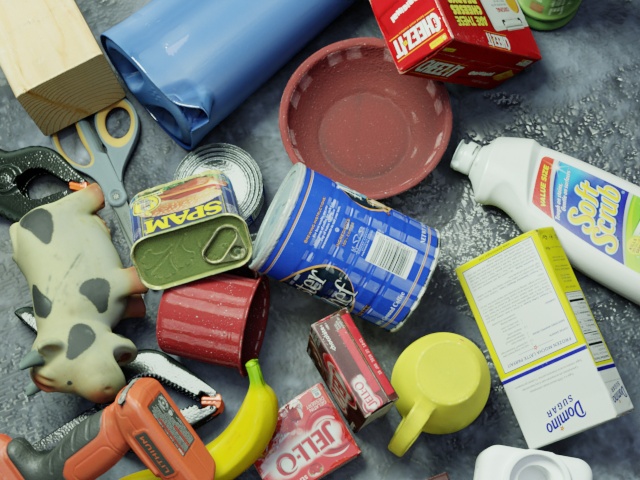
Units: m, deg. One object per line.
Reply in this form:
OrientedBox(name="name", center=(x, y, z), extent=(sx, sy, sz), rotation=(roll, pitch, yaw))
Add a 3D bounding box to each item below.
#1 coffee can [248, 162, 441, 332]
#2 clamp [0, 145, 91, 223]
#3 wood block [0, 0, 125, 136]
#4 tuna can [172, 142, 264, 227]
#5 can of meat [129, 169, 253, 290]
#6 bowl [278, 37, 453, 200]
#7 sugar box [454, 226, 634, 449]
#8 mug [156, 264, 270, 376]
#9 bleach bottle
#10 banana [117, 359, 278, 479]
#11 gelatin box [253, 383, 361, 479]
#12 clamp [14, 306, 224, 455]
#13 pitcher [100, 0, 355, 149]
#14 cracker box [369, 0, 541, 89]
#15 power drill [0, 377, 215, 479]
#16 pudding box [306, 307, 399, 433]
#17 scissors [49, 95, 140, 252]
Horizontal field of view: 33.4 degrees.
OrientedBox(name="coffee can", center=(0.021, 0.007, 0.942), extent=(0.140, 0.103, 0.103), rotation=(25, 77, -10))
OrientedBox(name="clamp", center=(-0.300, -0.064, 1.022), extent=(0.171, 0.039, 0.120), rotation=(-2, 83, 5))
OrientedBox(name="wood block", center=(-0.280, -0.218, 1.029), extent=(0.090, 0.091, 0.206), rotation=(-28, 72, -5))
OrientedBox(name="tuna can", center=(-0.096, -0.047, 1.015), extent=(0.086, 0.034, 0.086), rotation=(-1, 75, 2))
OrientedBox(name="can of meat", center=(-0.117, -0.012, 0.940), extent=(0.102, 0.057, 0.084), rotation=(-17, 35, -2))
OrientedBox(name="bowl", center=(0.042, -0.108, 1.014), extent=(0.162, 0.055, 0.162), rotation=(-1, 75, 2))
OrientedBox(name="sugar box", center=(0.196, 0.085, 0.942), extent=(0.094, 0.048, 0.176), rotation=(-31, 75, 36))
OrientedBox(name="mug", center=(-0.093, 0.061, 0.966), extent=(0.081, 0.093, 0.117), rotation=(11, 45, 10))
OrientedBox(name="bleach bottle", center=(0.234, -0.020, 0.982), extent=(0.251, 0.068, 0.102), rotation=(27, 78, 11))
OrientedBox(name="banana", center=(-0.099, 0.184, 0.931), extent=(0.198, 0.037, 0.069), rotation=(-43, 88, 17))
OrientedBox(name="gelatin box", center=(-0.019, 0.181, 0.954), extent=(0.089, 0.030, 0.073), rotation=(-30, 76, -5))
OrientedBox(name="clamp", center=(-0.194, 0.134, 0.970), extent=(0.210, 0.036, 0.164), rotation=(-4, 71, 0))
OrientedBox(name="pitcher", center=(-0.084, -0.214, 1.018), extent=(0.242, 0.145, 0.149), rotation=(-40, 90, -12))
OrientedBox(name="cracker box", center=(0.102, -0.253, 0.997), extent=(0.072, 0.163, 0.214), rotation=(-31, 72, 36))
OrientedBox(name="power drill", center=(-0.183, 0.214, 0.893), extent=(0.188, 0.057, 0.184), rotation=(-31, 100, 15))
OrientedBox(name="pudding box", center=(0.026, 0.115, 0.927), extent=(0.039, 0.113, 0.090), rotation=(-28, 76, -9))
OrientedBox(name="scissors", center=(-0.185, -0.059, 1.030), extent=(0.096, 0.016, 0.202), rotation=(-39, 77, -6))
